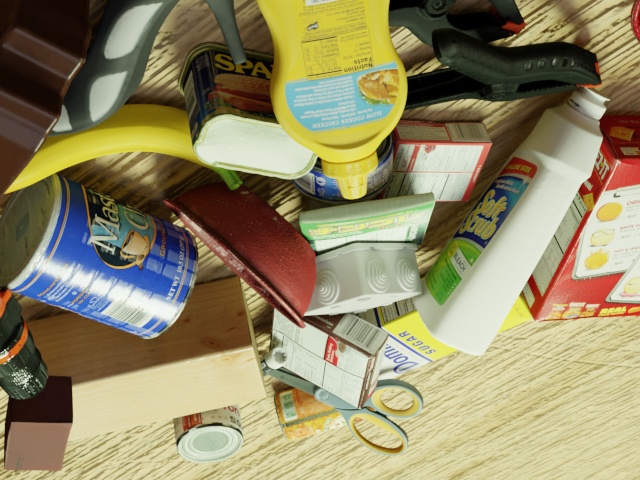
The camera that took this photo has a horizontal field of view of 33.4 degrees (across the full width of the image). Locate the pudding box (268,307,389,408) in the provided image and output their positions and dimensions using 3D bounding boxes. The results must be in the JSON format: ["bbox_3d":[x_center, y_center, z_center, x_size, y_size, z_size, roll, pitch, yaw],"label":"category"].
[{"bbox_3d":[0.005,0.104,1.045,0.114,0.039,0.090,28,140,17],"label":"pudding box"}]

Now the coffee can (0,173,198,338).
[{"bbox_3d":[-0.188,0.013,0.888,0.140,0.103,0.103,25,126,-35],"label":"coffee can"}]

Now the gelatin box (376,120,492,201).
[{"bbox_3d":[0.095,-0.069,0.929,0.089,0.030,0.073,0,138,-14],"label":"gelatin box"}]

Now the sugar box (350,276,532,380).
[{"bbox_3d":[0.116,0.078,1.084,0.176,0.048,0.093,-27,137,13],"label":"sugar box"}]

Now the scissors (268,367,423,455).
[{"bbox_3d":[0.022,0.149,1.106,0.201,0.016,0.096,39,111,-10],"label":"scissors"}]

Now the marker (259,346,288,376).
[{"bbox_3d":[-0.068,0.134,1.089,0.020,0.020,0.121,12,153,-26],"label":"marker"}]

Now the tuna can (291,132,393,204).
[{"bbox_3d":[0.017,-0.069,0.865,0.086,0.086,0.034,-9,133,-6],"label":"tuna can"}]

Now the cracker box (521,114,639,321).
[{"bbox_3d":[0.298,-0.018,1.007,0.164,0.072,0.214,-2,136,-17],"label":"cracker box"}]

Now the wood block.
[{"bbox_3d":[-0.164,0.113,1.014,0.206,0.090,0.091,-13,138,-2],"label":"wood block"}]

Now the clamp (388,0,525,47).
[{"bbox_3d":[0.072,-0.179,0.796,0.171,0.039,0.120,22,128,-30],"label":"clamp"}]

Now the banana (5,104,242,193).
[{"bbox_3d":[-0.159,-0.073,0.829,0.197,0.069,0.037,-3,158,-14],"label":"banana"}]

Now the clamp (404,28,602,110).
[{"bbox_3d":[0.127,-0.128,0.841,0.209,0.036,0.165,-5,174,-32],"label":"clamp"}]

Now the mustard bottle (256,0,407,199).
[{"bbox_3d":[0.011,-0.120,0.746,0.096,0.058,0.191,-12,113,-5],"label":"mustard bottle"}]

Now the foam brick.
[{"bbox_3d":[-0.248,0.160,0.935,0.053,0.051,0.078,5,136,-19],"label":"foam brick"}]

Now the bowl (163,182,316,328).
[{"bbox_3d":[-0.056,0.001,0.899,0.055,0.162,0.162,-48,135,-7],"label":"bowl"}]

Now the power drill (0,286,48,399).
[{"bbox_3d":[-0.320,0.053,0.863,0.188,0.057,0.184,12,143,23],"label":"power drill"}]

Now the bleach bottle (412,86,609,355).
[{"bbox_3d":[0.173,-0.025,0.943,0.068,0.102,0.251,22,110,-17],"label":"bleach bottle"}]

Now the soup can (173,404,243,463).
[{"bbox_3d":[-0.116,0.162,1.071,0.068,0.102,0.068,-7,138,-7],"label":"soup can"}]

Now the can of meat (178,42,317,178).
[{"bbox_3d":[-0.053,-0.098,0.817,0.102,0.084,0.058,8,134,-22],"label":"can of meat"}]
